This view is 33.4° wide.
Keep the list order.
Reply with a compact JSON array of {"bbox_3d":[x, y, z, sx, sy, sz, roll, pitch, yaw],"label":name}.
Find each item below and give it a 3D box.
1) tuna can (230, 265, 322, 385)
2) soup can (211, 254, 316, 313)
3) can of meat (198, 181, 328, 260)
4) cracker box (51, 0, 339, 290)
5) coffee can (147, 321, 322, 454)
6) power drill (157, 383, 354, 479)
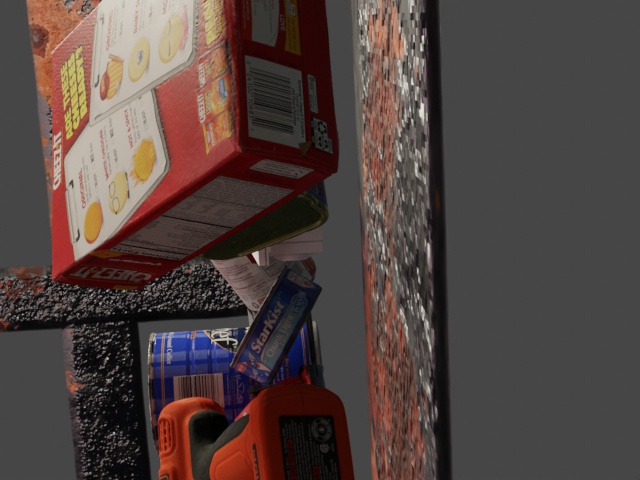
[{"bbox_3d":[-0.032,0.064,0.795,0.086,0.034,0.086,-61,0,-1],"label":"tuna can"},{"bbox_3d":[-0.056,0.001,0.848,0.102,0.068,0.068,56,-166,-31],"label":"soup can"},{"bbox_3d":[-0.047,-0.042,0.691,0.057,0.102,0.084,32,-136,-52],"label":"can of meat"},{"bbox_3d":[-0.082,-0.079,0.623,0.214,0.072,0.164,-28,59,47],"label":"cracker box"},{"bbox_3d":[-0.069,0.124,0.900,0.103,0.140,0.103,176,90,-87],"label":"coffee can"},{"bbox_3d":[-0.047,0.172,0.643,0.188,0.057,0.184,-34,59,53],"label":"power drill"}]
